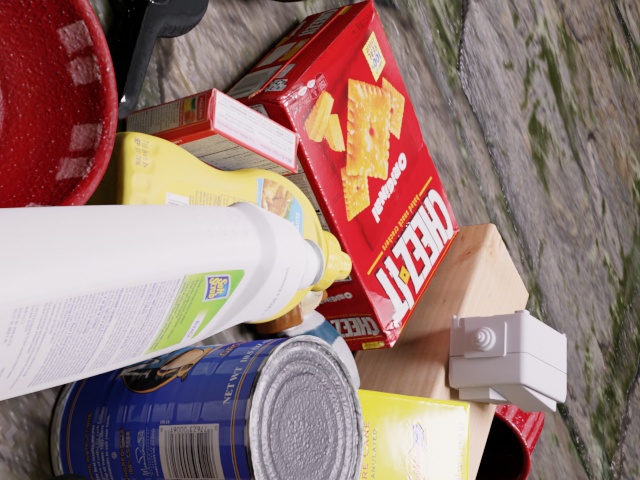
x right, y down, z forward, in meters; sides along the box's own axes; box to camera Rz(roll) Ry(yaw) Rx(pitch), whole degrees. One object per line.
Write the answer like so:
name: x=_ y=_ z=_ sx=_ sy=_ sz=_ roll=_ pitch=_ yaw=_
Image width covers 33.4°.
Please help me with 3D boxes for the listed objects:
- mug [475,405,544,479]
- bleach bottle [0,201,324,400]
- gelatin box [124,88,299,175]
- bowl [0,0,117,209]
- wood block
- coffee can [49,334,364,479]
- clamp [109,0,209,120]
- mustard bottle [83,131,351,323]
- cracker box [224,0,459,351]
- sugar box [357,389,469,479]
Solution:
mug: x=0.140 y=0.155 z=0.931 sx=0.117 sy=0.093 sz=0.081 roll=53 pitch=33 yaw=-2
bleach bottle: x=-0.099 y=0.027 z=0.541 sx=0.250 sy=0.103 sz=0.068 roll=-5 pitch=50 yaw=-45
gelatin box: x=-0.068 y=-0.062 z=0.674 sx=0.089 sy=0.073 sz=0.030 roll=22 pitch=64 yaw=-52
bowl: x=-0.177 y=-0.078 z=0.532 sx=0.161 sy=0.055 sz=0.162 roll=17 pitch=69 yaw=-54
wood block: x=0.092 y=0.092 z=0.863 sx=0.090 sy=0.090 sz=0.206 roll=58 pitch=40 yaw=-31
coffee can: x=-0.062 y=0.108 z=0.585 sx=0.102 sy=0.141 sz=0.103 roll=17 pitch=69 yaw=-53
clamp: x=-0.111 y=-0.146 z=0.659 sx=0.171 sy=0.039 sz=0.120 roll=-36 pitch=114 yaw=-53
mustard bottle: x=-0.055 y=0.001 z=0.656 sx=0.191 sy=0.058 sz=0.096 roll=13 pitch=81 yaw=-40
cracker box: x=0.021 y=-0.048 z=0.805 sx=0.164 sy=0.072 sz=0.213 roll=-53 pitch=126 yaw=-46
sugar box: x=0.010 y=0.143 z=0.693 sx=0.176 sy=0.048 sz=0.093 roll=10 pitch=72 yaw=-22
